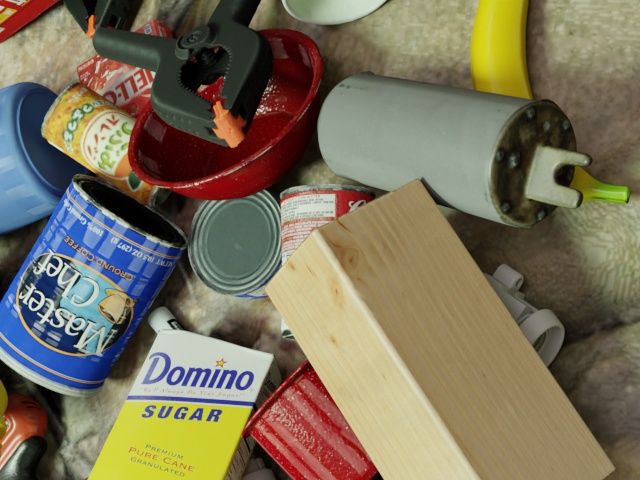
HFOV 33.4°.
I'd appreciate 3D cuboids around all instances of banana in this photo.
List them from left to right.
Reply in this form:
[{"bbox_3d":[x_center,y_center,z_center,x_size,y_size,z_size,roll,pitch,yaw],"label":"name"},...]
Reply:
[{"bbox_3d":[0.137,-0.099,0.714,0.069,0.037,0.198,-20,72,5],"label":"banana"}]

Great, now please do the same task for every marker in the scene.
[{"bbox_3d":[-0.091,0.096,0.813,0.121,0.020,0.020,45,103,28],"label":"marker"}]

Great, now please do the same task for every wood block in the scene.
[{"bbox_3d":[0.067,0.081,0.643,0.206,0.090,0.090,57,147,10],"label":"wood block"}]

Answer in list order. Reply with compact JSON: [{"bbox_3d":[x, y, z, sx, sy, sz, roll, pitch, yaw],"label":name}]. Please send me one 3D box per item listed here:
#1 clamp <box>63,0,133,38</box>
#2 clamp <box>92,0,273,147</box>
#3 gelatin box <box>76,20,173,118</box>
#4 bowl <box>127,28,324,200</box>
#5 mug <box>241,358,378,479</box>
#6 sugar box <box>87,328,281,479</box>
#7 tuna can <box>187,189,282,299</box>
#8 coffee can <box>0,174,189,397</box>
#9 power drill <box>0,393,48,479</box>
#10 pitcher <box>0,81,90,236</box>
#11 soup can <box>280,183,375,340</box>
[{"bbox_3d":[-0.183,-0.254,0.917,0.120,0.039,0.171,-26,69,35],"label":"clamp"},{"bbox_3d":[-0.078,-0.144,0.787,0.164,0.036,0.210,-33,42,1],"label":"clamp"},{"bbox_3d":[-0.155,-0.129,0.884,0.089,0.030,0.073,-25,70,23],"label":"gelatin box"},{"bbox_3d":[-0.060,-0.082,0.786,0.162,0.055,0.162,-19,42,18],"label":"bowl"},{"bbox_3d":[0.016,0.119,0.712,0.081,0.093,0.117,44,60,11],"label":"mug"},{"bbox_3d":[-0.101,0.150,0.737,0.093,0.048,0.176,12,60,16],"label":"sugar box"},{"bbox_3d":[-0.055,0.001,0.802,0.086,0.033,0.086,-6,78,28],"label":"tuna can"},{"bbox_3d":[-0.180,0.035,0.826,0.103,0.102,0.140,37,99,29],"label":"coffee can"},{"bbox_3d":[-0.249,0.244,0.850,0.188,0.057,0.184,41,100,28],"label":"power drill"},{"bbox_3d":[-0.321,-0.055,0.918,0.243,0.144,0.149,-17,85,22],"label":"pitcher"},{"bbox_3d":[0.005,0.017,0.745,0.069,0.068,0.102,-6,79,28],"label":"soup can"}]
